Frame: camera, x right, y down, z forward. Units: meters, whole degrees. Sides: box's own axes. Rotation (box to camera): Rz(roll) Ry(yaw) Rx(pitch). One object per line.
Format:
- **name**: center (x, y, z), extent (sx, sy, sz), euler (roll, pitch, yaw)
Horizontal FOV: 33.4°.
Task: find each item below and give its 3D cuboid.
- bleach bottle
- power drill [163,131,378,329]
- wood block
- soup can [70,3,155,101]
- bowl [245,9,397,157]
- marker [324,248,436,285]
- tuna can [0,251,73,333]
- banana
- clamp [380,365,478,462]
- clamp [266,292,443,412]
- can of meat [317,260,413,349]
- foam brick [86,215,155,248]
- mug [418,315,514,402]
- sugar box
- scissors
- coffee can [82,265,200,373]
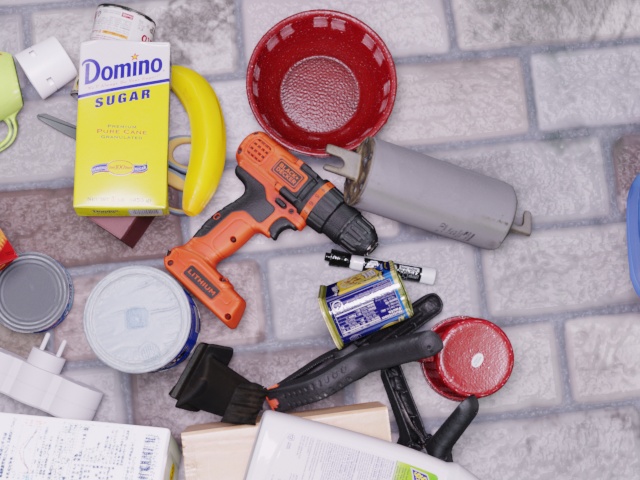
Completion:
- **bleach bottle**: center (0.053, 0.242, 1.016), extent (0.251, 0.068, 0.102), euler (17, 84, -3)
- **power drill**: center (-0.057, 0.001, 1.128), extent (0.184, 0.057, 0.187), euler (40, 81, 13)
- **wood block**: center (-0.032, 0.224, 1.091), extent (0.206, 0.091, 0.090), euler (-7, 84, -3)
- **soup can**: center (-0.222, -0.194, 1.146), extent (0.068, 0.068, 0.102), euler (15, 82, 0)
- **bowl**: center (0.000, -0.164, 1.156), extent (0.162, 0.055, 0.162), euler (0, 83, -2)
- **marker**: center (0.064, 0.028, 1.153), extent (0.121, 0.020, 0.020), euler (11, 83, 0)
- **tuna can**: center (-0.306, 0.056, 1.130), extent (0.086, 0.034, 0.086), euler (0, 83, -2)
- **banana**: center (-0.134, -0.117, 1.137), extent (0.070, 0.037, 0.198), euler (-24, 62, 9)
- **clamp**: center (0.114, 0.212, 1.087), extent (0.039, 0.120, 0.171), euler (-17, 107, -35)
- **clamp**: center (0.038, 0.123, 1.085), extent (0.210, 0.164, 0.036), euler (-28, 96, 4)
- **can of meat**: center (0.047, 0.063, 1.100), extent (0.084, 0.102, 0.057), euler (-23, 97, 5)
- **foam brick**: center (-0.210, -0.030, 1.122), extent (0.053, 0.078, 0.051), euler (33, 83, 4)
- **mug**: center (0.143, 0.122, 1.113), extent (0.117, 0.081, 0.093), euler (7, 83, -1)
- **sugar box**: center (-0.198, -0.113, 1.074), extent (0.093, 0.048, 0.176), euler (0, 80, -6)
- **scissors**: center (-0.202, -0.107, 1.163), extent (0.202, 0.016, 0.096), euler (39, 82, 3)
- **coffee can**: center (-0.176, 0.082, 1.077), extent (0.103, 0.140, 0.103), euler (0, 83, -2)
